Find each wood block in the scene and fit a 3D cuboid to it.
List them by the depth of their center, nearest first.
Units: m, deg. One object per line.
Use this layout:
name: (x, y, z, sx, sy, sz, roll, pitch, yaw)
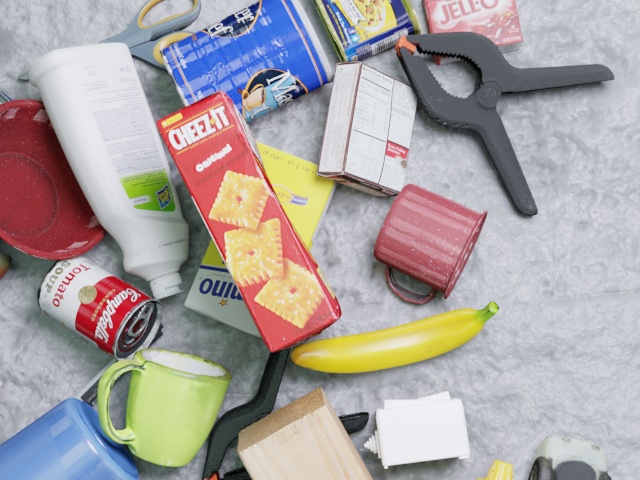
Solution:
wood block: (0.013, 0.249, 0.966, 0.090, 0.091, 0.206, -29, 94, -2)

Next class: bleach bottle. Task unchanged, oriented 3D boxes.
bleach bottle: (-0.194, -0.062, 1.033, 0.102, 0.068, 0.251, -17, 87, -42)

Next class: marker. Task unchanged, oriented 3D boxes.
marker: (-0.200, 0.125, 1.050, 0.020, 0.020, 0.121, 44, 87, 8)

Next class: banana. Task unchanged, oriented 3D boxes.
banana: (0.071, 0.094, 1.014, 0.198, 0.069, 0.037, -15, 54, 1)

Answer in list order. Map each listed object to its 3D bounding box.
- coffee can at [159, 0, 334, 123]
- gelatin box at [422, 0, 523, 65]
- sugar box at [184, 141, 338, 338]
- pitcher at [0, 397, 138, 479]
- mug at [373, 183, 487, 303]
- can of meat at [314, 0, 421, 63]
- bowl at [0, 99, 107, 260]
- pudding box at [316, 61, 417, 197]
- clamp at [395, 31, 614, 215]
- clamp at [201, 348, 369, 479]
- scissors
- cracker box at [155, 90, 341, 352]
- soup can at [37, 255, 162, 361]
coffee can: (-0.071, -0.171, 1.039, 0.140, 0.103, 0.103, -26, 82, 0)
gelatin box: (0.151, -0.221, 1.068, 0.089, 0.030, 0.073, -11, 82, 2)
sugar box: (-0.057, 0.001, 1.044, 0.093, 0.048, 0.176, 21, 83, 5)
pitcher: (-0.286, 0.267, 0.992, 0.242, 0.149, 0.145, -38, 62, -5)
mug: (0.099, 0.007, 1.020, 0.081, 0.093, 0.117, 25, 121, 11)
can of meat: (0.042, -0.233, 1.063, 0.084, 0.057, 0.102, -24, 82, 2)
bowl: (-0.280, -0.052, 1.034, 0.055, 0.161, 0.162, -23, 79, 43)
pudding box: (0.047, -0.106, 1.030, 0.039, 0.089, 0.113, 1, 79, 46)
clamp: (0.171, -0.147, 1.037, 0.210, 0.036, 0.164, 37, 89, -4)
clamp: (-0.053, 0.171, 1.026, 0.171, 0.039, 0.120, -33, 82, -5)
scissors: (-0.202, -0.184, 1.092, 0.201, 0.016, 0.096, -33, 82, -1)
cracker box: (-0.056, -0.011, 0.940, 0.072, 0.164, 0.214, -26, 85, 0)
soup can: (-0.212, 0.064, 1.025, 0.102, 0.068, 0.068, 28, 85, 21)
